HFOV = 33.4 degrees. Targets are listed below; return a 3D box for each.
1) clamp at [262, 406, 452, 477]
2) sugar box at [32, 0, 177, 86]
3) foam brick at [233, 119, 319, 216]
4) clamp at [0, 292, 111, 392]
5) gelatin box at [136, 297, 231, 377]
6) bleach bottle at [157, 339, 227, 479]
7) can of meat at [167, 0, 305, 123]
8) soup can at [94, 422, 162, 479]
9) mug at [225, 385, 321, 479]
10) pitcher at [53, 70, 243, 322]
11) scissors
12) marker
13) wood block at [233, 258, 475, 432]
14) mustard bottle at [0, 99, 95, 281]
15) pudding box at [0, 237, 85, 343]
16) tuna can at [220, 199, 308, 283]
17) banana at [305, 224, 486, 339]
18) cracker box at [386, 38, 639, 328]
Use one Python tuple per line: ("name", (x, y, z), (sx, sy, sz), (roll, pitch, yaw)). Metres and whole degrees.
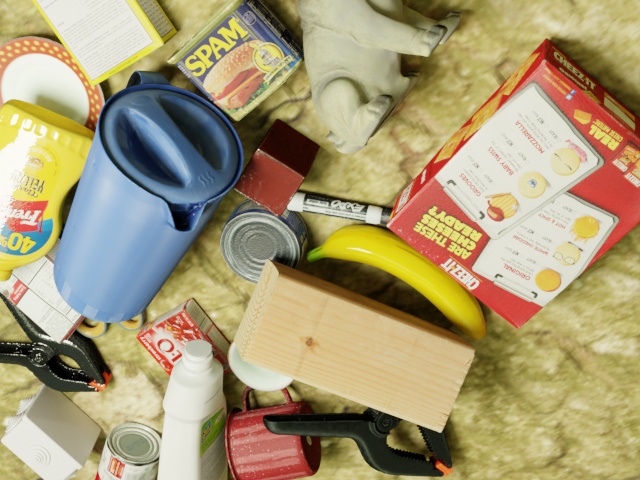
("clamp", (0.066, 0.175, 1.120), (0.209, 0.036, 0.164), (33, 92, -18))
("sugar box", (-0.220, -0.239, 0.979), (0.093, 0.048, 0.176), (-25, 106, 25))
("foam brick", (-0.040, -0.069, 1.007), (0.053, 0.078, 0.051), (32, 119, -5))
("clamp", (-0.321, 0.126, 1.205), (0.171, 0.039, 0.120), (39, 121, -9))
("gelatin box", (-0.144, 0.116, 1.160), (0.073, 0.030, 0.089), (-29, 107, 26))
("bleach bottle", (-0.134, 0.208, 1.155), (0.068, 0.102, 0.251), (17, 125, 13))
("can of meat", (-0.074, -0.169, 0.974), (0.102, 0.057, 0.084), (-36, 108, 28))
("soup can", (-0.226, 0.272, 1.243), (0.068, 0.068, 0.102), (22, 120, 2))
("mug", (-0.051, 0.209, 1.162), (0.081, 0.093, 0.117), (-13, 82, 15))
("pitcher", (-0.177, -0.033, 1.018), (0.145, 0.149, 0.243), (36, 137, -1))
("scissors", (-0.275, 0.031, 1.155), (0.096, 0.016, 0.201), (-37, 104, 28))
("marker", (0.028, -0.030, 1.045), (0.121, 0.020, 0.020), (10, 120, 9))
("wood block", (0.032, 0.101, 1.035), (0.206, 0.090, 0.091), (22, 94, -12))
("mustard bottle", (-0.296, -0.034, 1.044), (0.096, 0.058, 0.192), (22, 104, -15))
("pudding box", (-0.290, 0.043, 1.135), (0.113, 0.039, 0.090), (41, 124, -5))
("tuna can", (-0.057, 0.001, 1.074), (0.086, 0.033, 0.086), (6, 119, 11))
("banana", (0.086, 0.033, 1.057), (0.198, 0.037, 0.070), (27, 140, 0))
("cracker box", (0.191, -0.047, 0.965), (0.164, 0.072, 0.214), (38, 121, -7))
